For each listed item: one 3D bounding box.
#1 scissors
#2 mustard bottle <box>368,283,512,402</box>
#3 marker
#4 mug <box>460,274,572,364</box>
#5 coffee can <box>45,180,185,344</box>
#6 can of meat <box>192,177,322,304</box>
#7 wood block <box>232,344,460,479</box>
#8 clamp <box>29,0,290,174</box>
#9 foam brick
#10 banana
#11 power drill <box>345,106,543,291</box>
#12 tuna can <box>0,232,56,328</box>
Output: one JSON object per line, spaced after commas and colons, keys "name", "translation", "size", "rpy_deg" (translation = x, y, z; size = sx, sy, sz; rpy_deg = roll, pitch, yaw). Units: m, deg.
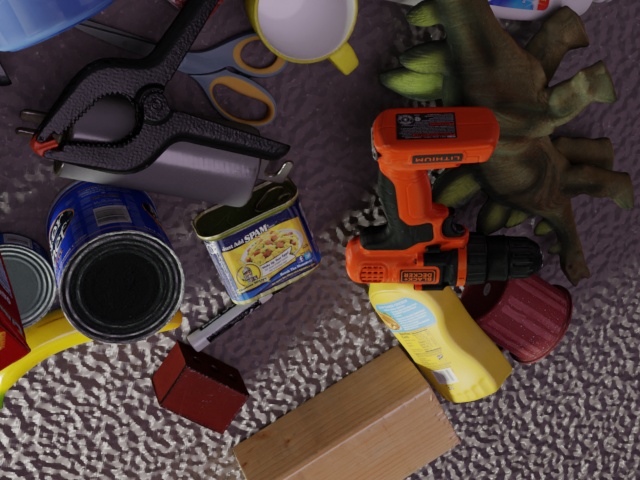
{"name": "scissors", "translation": [-0.110, -0.172, 0.936], "size": [0.201, 0.016, 0.096], "rpy_deg": [33, 97, -27]}
{"name": "mustard bottle", "translation": [0.103, 0.073, 1.063], "size": [0.058, 0.096, 0.191], "rpy_deg": [-44, 102, -29]}
{"name": "marker", "translation": [-0.077, 0.067, 1.048], "size": [0.121, 0.020, 0.020], "rpy_deg": [-36, 119, -1]}
{"name": "mug", "translation": [0.191, 0.077, 1.107], "size": [0.081, 0.093, 0.117], "rpy_deg": [31, 115, -22]}
{"name": "coffee can", "translation": [-0.180, 0.013, 0.921], "size": [0.102, 0.140, 0.103], "rpy_deg": [-7, 114, -16]}
{"name": "can of meat", "translation": [-0.057, 0.001, 1.006], "size": [0.102, 0.057, 0.084], "rpy_deg": [-26, 120, -6]}
{"name": "wood block", "translation": [0.027, 0.212, 1.106], "size": [0.206, 0.090, 0.090], "rpy_deg": [-31, 119, -4]}
{"name": "clamp", "translation": [-0.137, -0.122, 0.868], "size": [0.209, 0.036, 0.164], "rpy_deg": [-17, 103, -19]}
{"name": "foam brick", "translation": [-0.118, 0.145, 1.049], "size": [0.078, 0.053, 0.051], "rpy_deg": [30, 100, -27]}
{"name": "banana", "translation": [-0.230, 0.090, 1.000], "size": [0.197, 0.037, 0.069], "rpy_deg": [-23, 135, -6]}
{"name": "power drill", "translation": [0.114, -0.030, 0.950], "size": [0.184, 0.057, 0.188], "rpy_deg": [-2, 134, 1]}
{"name": "tuna can", "translation": [-0.282, 0.037, 0.958], "size": [0.086, 0.034, 0.086], "rpy_deg": [-7, 114, -16]}
